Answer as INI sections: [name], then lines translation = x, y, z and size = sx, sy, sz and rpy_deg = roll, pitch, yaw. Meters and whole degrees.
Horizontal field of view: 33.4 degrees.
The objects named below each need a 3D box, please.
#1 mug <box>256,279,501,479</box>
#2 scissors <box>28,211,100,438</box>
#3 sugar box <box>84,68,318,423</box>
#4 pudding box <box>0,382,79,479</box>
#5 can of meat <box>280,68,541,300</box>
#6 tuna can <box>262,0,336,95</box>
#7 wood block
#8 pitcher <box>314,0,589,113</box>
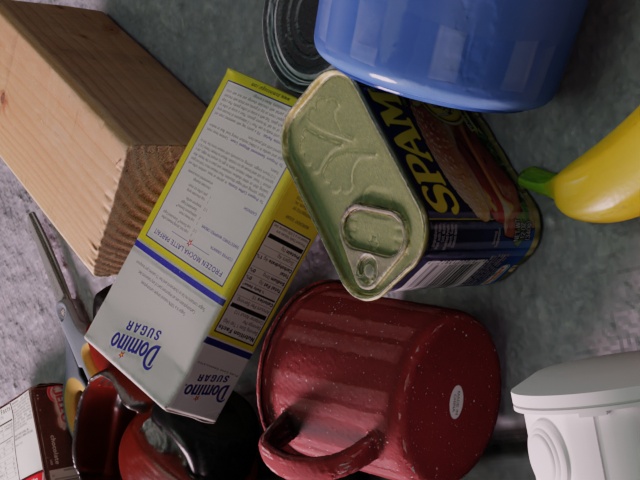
[mug]
translation = 0.023, 0.073, 0.494
size = 0.082, 0.117, 0.093
rpy_deg = 6, 118, 43
[scissors]
translation = -0.192, 0.074, 0.805
size = 0.202, 0.016, 0.096
rpy_deg = 47, 124, 37
[sugar box]
translation = -0.054, 0.001, 0.587
size = 0.093, 0.048, 0.176
rpy_deg = 30, 94, 45
[pudding box]
translation = -0.217, 0.175, 0.819
size = 0.090, 0.039, 0.113
rpy_deg = -31, 66, 45
[can of meat]
translation = 0.042, -0.025, 0.488
size = 0.058, 0.083, 0.102
rpy_deg = -47, 57, 38
[tuna can]
translation = 0.007, -0.117, 0.563
size = 0.086, 0.033, 0.086
rpy_deg = 1, 92, 48
[wood block]
translation = -0.145, -0.072, 0.694
size = 0.206, 0.090, 0.091
rpy_deg = 44, 123, 38
[pitcher]
translation = 0.073, -0.176, 0.414
size = 0.145, 0.148, 0.243
rpy_deg = 26, 114, 33
